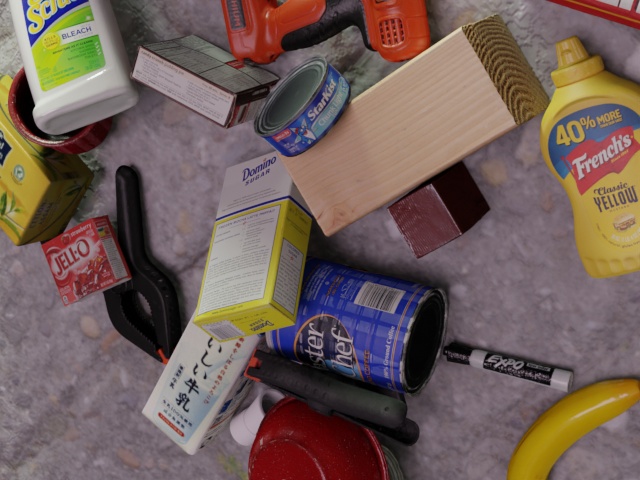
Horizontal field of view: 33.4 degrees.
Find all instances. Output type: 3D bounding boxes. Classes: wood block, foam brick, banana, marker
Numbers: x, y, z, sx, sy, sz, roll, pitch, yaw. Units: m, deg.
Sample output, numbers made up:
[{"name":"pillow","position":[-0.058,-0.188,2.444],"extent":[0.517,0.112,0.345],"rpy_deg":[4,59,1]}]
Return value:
[{"name":"wood block","position":[0.077,-0.096,0.911],"extent":[0.206,0.090,0.091],"rpy_deg":[-31,91,35]},{"name":"foam brick","position":[0.103,-0.027,0.928],"extent":[0.051,0.078,0.053],"rpy_deg":[-30,92,32]},{"name":"banana","position":[0.217,0.189,0.968],"extent":[0.069,0.037,0.198],"rpy_deg":[23,120,1]},{"name":"marker","position":[0.169,0.115,0.976],"extent":[0.121,0.020,0.020],"rpy_deg":[12,113,26]}]

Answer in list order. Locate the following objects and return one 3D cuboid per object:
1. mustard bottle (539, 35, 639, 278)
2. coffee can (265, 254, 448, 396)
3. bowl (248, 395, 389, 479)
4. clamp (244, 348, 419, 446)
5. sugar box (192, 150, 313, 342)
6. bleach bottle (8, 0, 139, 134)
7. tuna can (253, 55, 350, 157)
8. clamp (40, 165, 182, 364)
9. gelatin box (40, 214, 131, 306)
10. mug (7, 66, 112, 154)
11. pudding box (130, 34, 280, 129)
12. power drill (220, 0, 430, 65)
[{"name":"mustard bottle","position":[0.229,-0.071,0.851],"extent":[0.096,0.058,0.191],"rpy_deg":[-18,98,32]},{"name":"coffee can","position":[0.034,0.077,0.989],"extent":[0.140,0.102,0.103],"rpy_deg":[13,114,25]},{"name":"bowl","position":[-0.015,0.230,1.028],"extent":[0.162,0.055,0.162],"rpy_deg":[5,99,34]},{"name":"clamp","position":[0.010,0.138,0.959],"extent":[0.171,0.039,0.120],"rpy_deg":[20,160,8]},{"name":"sugar box","position":[-0.056,0.001,0.982],"extent":[0.094,0.176,0.048],"rpy_deg":[-15,138,34]},{"name":"bleach bottle","position":[-0.257,-0.235,1.015],"extent":[0.102,0.068,0.251],"rpy_deg":[-21,82,0]},{"name":"tuna can","position":[-0.015,-0.113,0.901],"extent":[0.086,0.086,0.033],"rpy_deg":[-30,122,34]},{"name":"clamp","position":[-0.218,0.042,1.161],"extent":[0.165,0.036,0.210],"rpy_deg":[-25,90,35]},{"name":"gelatin box","position":[-0.251,0.022,1.136],"extent":[0.089,0.030,0.073],"rpy_deg":[-23,88,35]},{"name":"mug","position":[-0.250,-0.143,1.078],"extent":[0.093,0.081,0.117],"rpy_deg":[35,87,5]},{"name":"pudding box","position":[-0.105,-0.150,0.995],"extent":[0.114,0.089,0.039],"rpy_deg":[28,118,18]},{"name":"power drill","position":[-0.001,-0.235,0.923],"extent":[0.188,0.057,0.184],"rpy_deg":[-6,95,33]}]
